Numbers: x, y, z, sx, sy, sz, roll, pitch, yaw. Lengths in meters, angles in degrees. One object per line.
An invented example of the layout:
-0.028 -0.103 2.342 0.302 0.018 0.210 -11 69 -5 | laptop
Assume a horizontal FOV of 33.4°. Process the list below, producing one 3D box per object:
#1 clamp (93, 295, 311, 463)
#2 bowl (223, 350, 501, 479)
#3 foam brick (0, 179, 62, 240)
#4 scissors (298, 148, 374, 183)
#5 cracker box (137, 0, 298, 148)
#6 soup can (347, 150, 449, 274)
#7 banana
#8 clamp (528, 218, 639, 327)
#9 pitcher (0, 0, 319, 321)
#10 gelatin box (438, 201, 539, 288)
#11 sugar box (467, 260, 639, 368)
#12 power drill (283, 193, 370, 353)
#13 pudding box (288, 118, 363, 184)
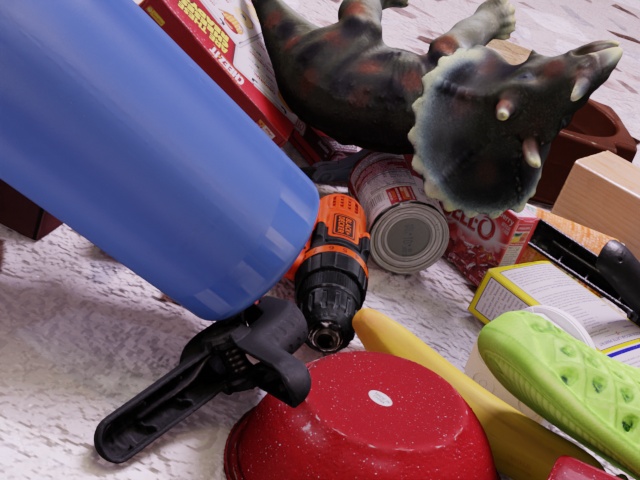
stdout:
-0.042 0.066 0.600 0.120 0.039 0.171 -12 16 22 | clamp
0.030 0.108 0.586 0.162 0.055 0.162 9 26 -4 | bowl
-0.194 -0.051 0.727 0.051 0.078 0.053 24 24 7 | foam brick
0.018 -0.070 0.917 0.201 0.096 0.016 4 52 -37 | scissors
-0.091 -0.167 0.969 0.164 0.072 0.213 48 22 -14 | cracker box
0.063 -0.026 0.879 0.068 0.069 0.102 13 27 -16 | soup can
0.102 0.106 0.659 0.198 0.069 0.037 30 55 28 | banana
0.261 0.053 0.834 0.210 0.036 0.164 37 1 -5 | clamp
-0.119 -0.069 0.616 0.242 0.145 0.149 41 57 -21 | pitcher
0.132 -0.010 0.893 0.030 0.073 0.089 -1 33 -38 | gelatin box
0.205 0.083 0.802 0.093 0.048 0.176 -6 39 -46 | sugar box
-0.055 0.001 0.758 0.187 0.057 0.184 20 25 -6 | power drill
0.036 -0.087 1.010 0.113 0.039 0.090 4 30 -31 | pudding box
